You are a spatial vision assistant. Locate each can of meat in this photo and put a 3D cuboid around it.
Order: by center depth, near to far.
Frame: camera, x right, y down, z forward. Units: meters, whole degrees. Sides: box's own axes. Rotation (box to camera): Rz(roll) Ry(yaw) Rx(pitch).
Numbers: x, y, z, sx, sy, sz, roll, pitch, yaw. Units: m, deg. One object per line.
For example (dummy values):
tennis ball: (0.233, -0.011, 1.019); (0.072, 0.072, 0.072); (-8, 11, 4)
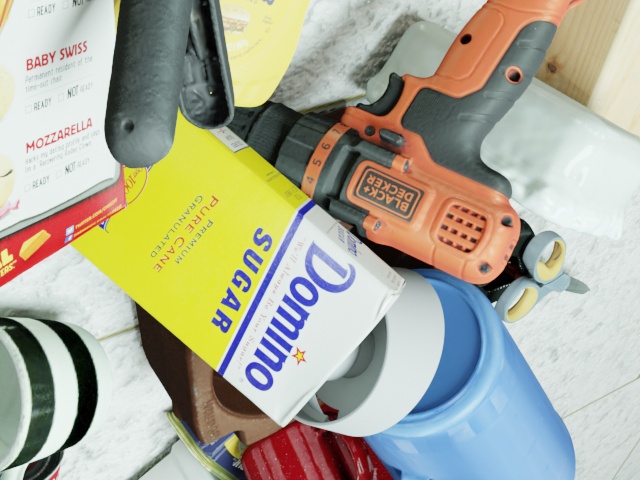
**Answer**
can of meat: (-0.056, 0.136, 0.808); (0.084, 0.057, 0.102); (-40, 148, -4)

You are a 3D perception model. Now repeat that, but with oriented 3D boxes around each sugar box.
sugar box: (-0.053, 0.001, 0.535); (0.093, 0.176, 0.048); (-50, 177, 15)

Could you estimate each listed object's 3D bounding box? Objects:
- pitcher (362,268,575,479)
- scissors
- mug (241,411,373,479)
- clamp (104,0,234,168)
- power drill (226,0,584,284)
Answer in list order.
pitcher: (0.088, 0.126, 0.714); (0.145, 0.149, 0.242); (-31, 146, 3)
scissors: (0.202, 0.050, 0.961); (0.096, 0.016, 0.201); (-51, 151, -4)
mug: (-0.001, 0.169, 0.752); (0.093, 0.081, 0.117); (-9, 151, -34)
clamp: (-0.058, -0.110, 0.400); (0.039, 0.120, 0.171); (-2, 112, 3)
power drill: (0.047, -0.092, 0.567); (0.188, 0.184, 0.057); (-64, 165, 3)
